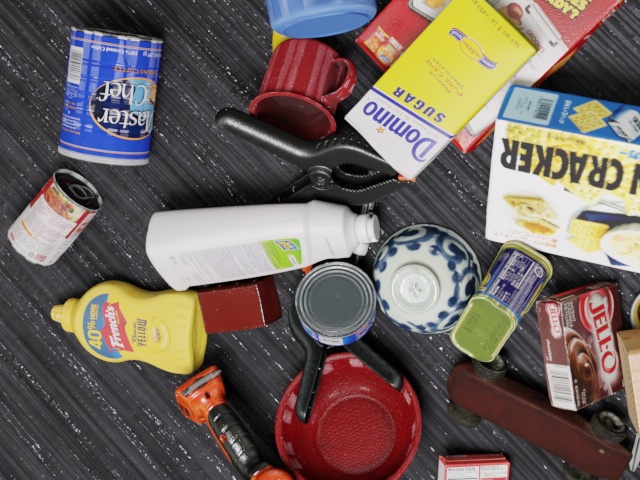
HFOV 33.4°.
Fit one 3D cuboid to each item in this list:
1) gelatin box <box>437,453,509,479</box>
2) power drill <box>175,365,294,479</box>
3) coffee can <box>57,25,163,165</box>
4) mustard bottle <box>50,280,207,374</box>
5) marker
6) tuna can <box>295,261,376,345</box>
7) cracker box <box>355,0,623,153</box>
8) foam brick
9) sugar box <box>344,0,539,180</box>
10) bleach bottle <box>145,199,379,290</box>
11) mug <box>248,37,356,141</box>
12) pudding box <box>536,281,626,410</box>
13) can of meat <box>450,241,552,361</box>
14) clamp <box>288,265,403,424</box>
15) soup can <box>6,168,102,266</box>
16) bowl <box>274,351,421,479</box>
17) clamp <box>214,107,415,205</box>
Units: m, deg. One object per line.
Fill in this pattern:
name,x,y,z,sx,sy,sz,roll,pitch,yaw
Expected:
gelatin box,0.164,0.276,1.155,0.073,0.030,0.089,0,99,-11
power drill,-0.088,0.242,1.202,0.057,0.184,0.188,-33,70,-18
coffee can,-0.235,-0.162,1.196,0.103,0.102,0.140,12,102,16
mustard bottle,-0.230,0.097,1.259,0.192,0.058,0.096,7,105,18
marker,0.049,-0.016,1.168,0.020,0.020,0.121,16,103,15
tuna can,0.017,0.068,1.139,0.086,0.034,0.086,-2,67,4
cracker box,0.169,-0.219,1.069,0.164,0.072,0.214,47,108,6
foam brick,-0.092,0.072,1.212,0.078,0.053,0.051,-9,96,19
sugar box,0.116,-0.151,1.033,0.093,0.048,0.176,45,108,5
bleach bottle,-0.058,0.001,1.166,0.251,0.102,0.068,-5,58,17
mug,-0.011,-0.160,1.113,0.117,0.093,0.081,-12,52,41
pudding box,0.266,0.105,1.077,0.039,0.089,0.113,3,103,54
can of meat,0.181,0.064,1.079,0.057,0.083,0.102,32,144,10
clamp,0.003,0.113,1.164,0.120,0.039,0.171,-26,67,-4
soup can,-0.315,-0.026,1.263,0.068,0.068,0.102,46,110,7
bowl,0.034,0.207,1.169,0.162,0.055,0.162,-5,67,12
clamp,-0.004,-0.082,1.118,0.210,0.036,0.164,-3,138,23
